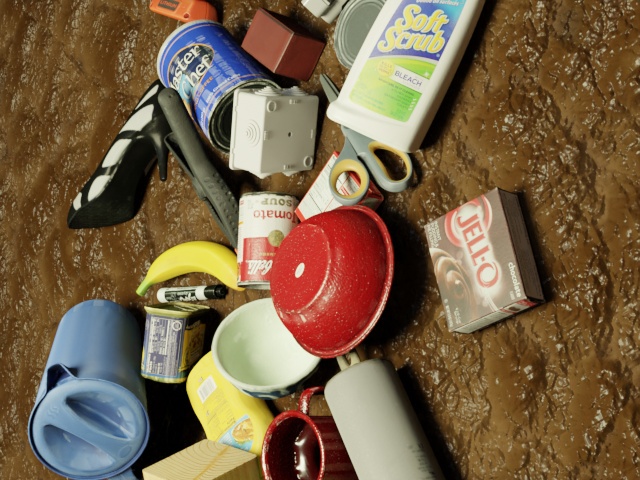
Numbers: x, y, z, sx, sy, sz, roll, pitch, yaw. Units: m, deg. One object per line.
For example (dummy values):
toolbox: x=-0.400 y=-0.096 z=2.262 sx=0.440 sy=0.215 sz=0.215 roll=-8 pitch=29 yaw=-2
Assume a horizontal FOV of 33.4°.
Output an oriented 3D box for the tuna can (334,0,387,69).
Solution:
tuna can: x=0.056 y=-0.218 z=1.127 sx=0.086 sy=0.033 sz=0.086 roll=-9 pitch=77 yaw=45

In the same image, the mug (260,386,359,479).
mug: x=0.000 y=0.207 z=1.084 sx=0.093 sy=0.081 sz=0.117 roll=-11 pitch=76 yaw=45

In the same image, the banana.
banana: x=-0.147 y=0.033 z=1.293 sx=0.198 sy=0.037 sz=0.069 roll=-7 pitch=68 yaw=44

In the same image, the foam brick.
foam brick: x=-0.042 y=-0.223 z=1.218 sx=0.078 sy=0.052 sz=0.051 roll=44 pitch=115 yaw=42

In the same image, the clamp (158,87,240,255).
clamp: x=-0.132 y=-0.073 z=1.240 sx=0.210 sy=0.036 sz=0.164 roll=58 pitch=169 yaw=15

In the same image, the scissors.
scissors: x=0.021 y=-0.104 z=1.128 sx=0.096 sy=0.016 sz=0.202 roll=-36 pitch=50 yaw=-10

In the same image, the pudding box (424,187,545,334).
pudding box: x=0.150 y=0.020 z=0.986 sx=0.090 sy=0.039 sz=0.113 roll=-30 pitch=63 yaw=39

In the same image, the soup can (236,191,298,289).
soup can: x=-0.058 y=0.001 z=1.186 sx=0.069 sy=0.068 sz=0.102 roll=-7 pitch=79 yaw=46

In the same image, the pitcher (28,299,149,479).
pitcher: x=-0.268 y=0.177 z=1.291 sx=0.243 sy=0.145 sz=0.149 roll=-109 pitch=37 yaw=-66

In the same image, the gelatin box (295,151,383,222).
gelatin box: x=0.020 y=-0.039 z=1.140 sx=0.089 sy=0.030 sz=0.073 roll=-55 pitch=48 yaw=25

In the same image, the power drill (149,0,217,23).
power drill: x=-0.139 y=-0.363 z=1.339 sx=0.185 sy=0.057 sz=0.188 roll=26 pitch=100 yaw=49

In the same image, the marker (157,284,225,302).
marker: x=-0.159 y=0.066 z=1.317 sx=0.121 sy=0.020 sz=0.020 roll=-6 pitch=79 yaw=45

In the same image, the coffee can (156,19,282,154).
coffee can: x=-0.117 y=-0.181 z=1.252 sx=0.140 sy=0.102 sz=0.103 roll=50 pitch=119 yaw=38

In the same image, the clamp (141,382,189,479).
clamp: x=-0.191 y=0.268 z=1.302 sx=0.172 sy=0.039 sz=0.120 roll=-56 pitch=36 yaw=32

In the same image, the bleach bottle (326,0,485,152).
bleach bottle: x=0.100 y=-0.218 z=1.045 sx=0.102 sy=0.068 sz=0.251 roll=25 pitch=103 yaw=11

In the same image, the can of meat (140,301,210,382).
can of meat: x=-0.173 y=0.120 z=1.266 sx=0.057 sy=0.102 sz=0.084 roll=7 pitch=92 yaw=12

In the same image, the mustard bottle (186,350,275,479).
mustard bottle: x=-0.087 y=0.216 z=1.190 sx=0.096 sy=0.058 sz=0.192 roll=-48 pitch=52 yaw=32

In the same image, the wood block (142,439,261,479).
wood block: x=-0.110 y=0.329 z=1.124 sx=0.090 sy=0.090 sz=0.206 roll=5 pitch=108 yaw=45

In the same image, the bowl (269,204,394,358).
bowl: x=-0.002 y=0.034 z=1.069 sx=0.162 sy=0.055 sz=0.162 roll=-22 pitch=59 yaw=43
